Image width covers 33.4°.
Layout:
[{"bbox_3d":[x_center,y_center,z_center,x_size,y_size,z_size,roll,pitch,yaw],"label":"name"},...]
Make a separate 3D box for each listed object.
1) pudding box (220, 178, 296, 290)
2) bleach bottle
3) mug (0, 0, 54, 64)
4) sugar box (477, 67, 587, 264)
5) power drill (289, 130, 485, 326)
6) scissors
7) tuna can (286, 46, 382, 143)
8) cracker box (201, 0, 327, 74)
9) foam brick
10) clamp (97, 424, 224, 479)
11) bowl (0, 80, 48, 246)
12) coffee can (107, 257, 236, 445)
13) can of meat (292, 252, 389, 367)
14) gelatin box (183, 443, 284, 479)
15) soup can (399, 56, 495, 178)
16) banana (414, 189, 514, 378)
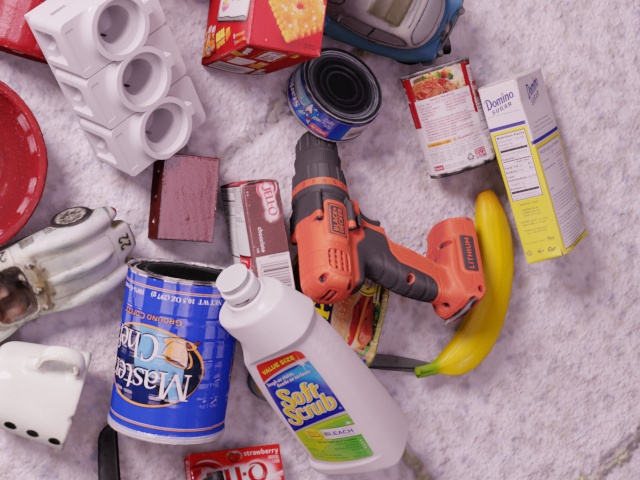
[{"bbox_3d":[-0.056,0.001,0.956,0.039,0.090,0.113,-9,95,-15],"label":"pudding box"},{"bbox_3d":[-0.018,0.110,0.916,0.250,0.103,0.068,54,39,-38],"label":"bleach bottle"},{"bbox_3d":[-0.257,-0.199,0.895,0.117,0.093,0.081,17,92,14],"label":"mug"},{"bbox_3d":[0.207,-0.074,1.036,0.093,0.048,0.176,-28,101,-60],"label":"sugar box"},{"bbox_3d":[0.057,-0.008,0.984,0.187,0.057,0.184,17,51,-25],"label":"power drill"},{"bbox_3d":[0.016,0.129,1.020,0.201,0.016,0.096,24,82,-16],"label":"scissors"},{"bbox_3d":[0.014,-0.135,0.982,0.086,0.034,0.086,14,58,-24],"label":"tuna can"},{"bbox_3d":[-0.039,-0.256,0.913,0.072,0.164,0.214,8,90,-19],"label":"cracker box"},{"bbox_3d":[-0.123,-0.038,0.953,0.051,0.053,0.078,5,90,-17],"label":"foam brick"},{"bbox_3d":[-0.158,0.250,0.919,0.120,0.039,0.171,12,65,11],"label":"clamp"},{"bbox_3d":[-0.312,-0.064,0.893,0.162,0.055,0.162,-1,92,-17],"label":"bowl"},{"bbox_3d":[-0.124,0.093,0.923,0.102,0.103,0.140,6,97,-17],"label":"coffee can"},{"bbox_3d":[0.011,0.065,0.987,0.083,0.058,0.102,24,66,-19],"label":"can of meat"},{"bbox_3d":[-0.077,0.228,0.975,0.089,0.030,0.073,-2,66,-18],"label":"gelatin box"},{"bbox_3d":[0.123,-0.117,1.019,0.068,0.069,0.102,-20,98,-16],"label":"soup can"},{"bbox_3d":[0.156,0.052,1.047,0.069,0.037,0.198,24,82,-31],"label":"banana"}]
